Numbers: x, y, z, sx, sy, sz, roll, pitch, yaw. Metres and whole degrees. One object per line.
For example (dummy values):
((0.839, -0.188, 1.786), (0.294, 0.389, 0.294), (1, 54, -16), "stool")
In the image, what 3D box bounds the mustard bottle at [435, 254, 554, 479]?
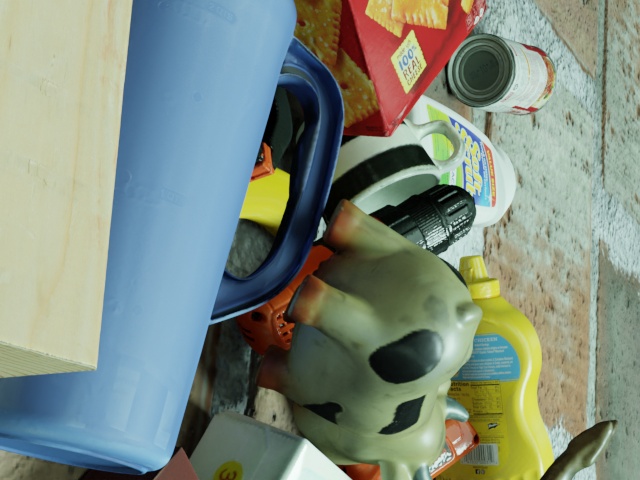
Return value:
((0.132, 0.108, 0.868), (0.058, 0.096, 0.191), (-10, 94, -57), "mustard bottle")

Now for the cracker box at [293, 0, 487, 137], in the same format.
((0.029, -0.196, 0.654), (0.164, 0.072, 0.213), (-52, 137, -38), "cracker box")

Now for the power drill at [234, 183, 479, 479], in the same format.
((0.047, 0.072, 0.721), (0.184, 0.057, 0.187), (-29, 114, -20), "power drill")

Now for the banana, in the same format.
((-0.053, -0.017, 0.651), (0.197, 0.037, 0.069), (8, 77, -57), "banana")

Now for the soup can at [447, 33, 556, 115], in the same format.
((0.168, -0.152, 0.987), (0.102, 0.069, 0.068), (-4, 89, -57), "soup can")

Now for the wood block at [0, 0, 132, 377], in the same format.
((-0.137, -0.057, 0.407), (0.090, 0.091, 0.206), (28, 60, -54), "wood block")

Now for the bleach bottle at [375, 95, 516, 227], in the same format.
((0.105, -0.064, 0.883), (0.250, 0.068, 0.102), (4, 82, -59), "bleach bottle")

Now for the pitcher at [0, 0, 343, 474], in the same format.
((-0.088, -0.016, 0.508), (0.145, 0.149, 0.243), (49, 48, -63), "pitcher")
